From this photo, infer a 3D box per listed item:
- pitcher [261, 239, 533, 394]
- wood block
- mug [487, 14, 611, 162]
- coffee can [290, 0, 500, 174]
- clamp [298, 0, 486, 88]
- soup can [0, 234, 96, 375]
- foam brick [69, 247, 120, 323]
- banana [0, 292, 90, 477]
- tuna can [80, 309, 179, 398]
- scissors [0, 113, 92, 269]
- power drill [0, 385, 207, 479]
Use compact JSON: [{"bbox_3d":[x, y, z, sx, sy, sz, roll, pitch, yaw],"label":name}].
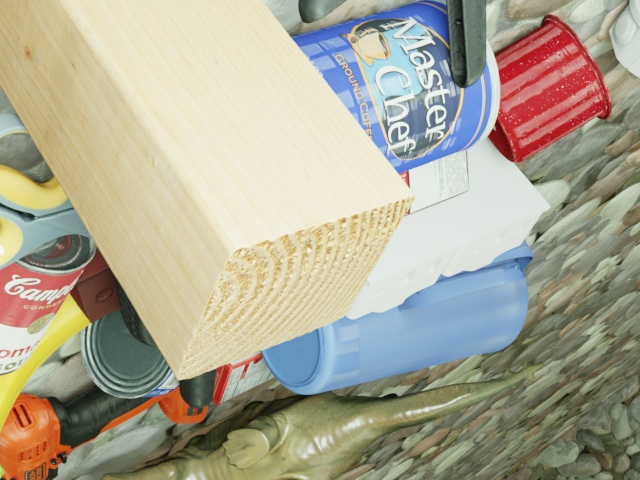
[{"bbox_3d":[0.070,0.056,0.964,0.242,0.145,0.149,-11,118,-39],"label":"pitcher"},{"bbox_3d":[-0.065,-0.056,0.462,0.090,0.206,0.090,-19,151,-35],"label":"wood block"},{"bbox_3d":[0.162,-0.115,0.832,0.081,0.093,0.117,-31,-167,0],"label":"mug"},{"bbox_3d":[0.026,-0.086,0.663,0.140,0.103,0.103,-22,153,-30],"label":"coffee can"},{"bbox_3d":[0.059,-0.174,0.579,0.120,0.039,0.171,6,108,-29],"label":"clamp"},{"bbox_3d":[-0.183,0.024,0.629,0.068,0.068,0.102,-8,145,-47],"label":"soup can"},{"bbox_3d":[-0.130,0.006,0.688,0.078,0.051,0.053,-28,155,-17],"label":"foam brick"},{"bbox_3d":[-0.178,0.069,0.698,0.197,0.070,0.037,-56,168,-37],"label":"banana"},{"bbox_3d":[-0.129,0.070,0.768,0.086,0.086,0.033,-43,158,15],"label":"tuna can"},{"bbox_3d":[-0.138,0.000,0.568,0.096,0.016,0.201,-47,153,-7],"label":"scissors"},{"bbox_3d":[-0.185,0.157,0.890,0.187,0.057,0.185,-24,158,-27],"label":"power drill"}]
